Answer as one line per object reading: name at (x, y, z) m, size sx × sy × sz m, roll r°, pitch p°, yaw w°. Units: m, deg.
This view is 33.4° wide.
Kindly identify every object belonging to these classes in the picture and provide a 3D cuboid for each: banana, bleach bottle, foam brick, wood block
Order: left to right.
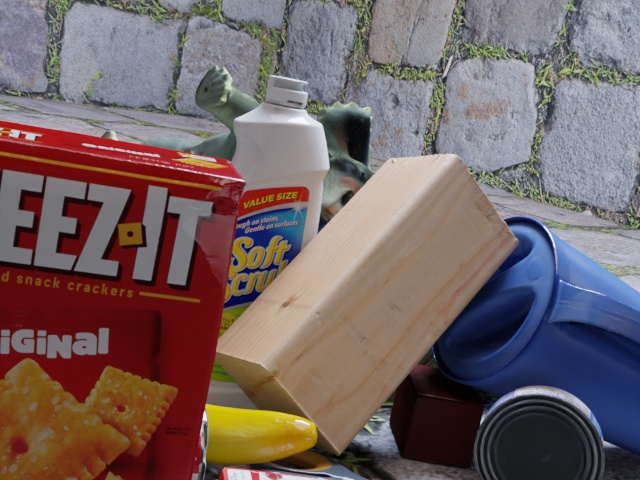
banana at (-0.087, 0.112, 0.703) m, size 0.069 × 0.037 × 0.198 m, roll -41°, pitch 35°, yaw -26°
bleach bottle at (-0.055, 0.001, 0.803) m, size 0.102 × 0.251 × 0.068 m, roll 9°, pitch 10°, yaw -13°
wood block at (0.032, 0.040, 0.761) m, size 0.090 × 0.206 × 0.091 m, roll 52°, pitch -22°, yaw -21°
foam brick at (0.087, 0.132, 0.810) m, size 0.053 × 0.051 × 0.078 m, roll 11°, pitch 10°, yaw -5°

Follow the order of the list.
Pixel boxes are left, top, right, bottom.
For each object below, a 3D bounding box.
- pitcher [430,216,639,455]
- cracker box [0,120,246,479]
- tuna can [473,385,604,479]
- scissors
pitcher at (0.220, 0.090, 0.824) m, size 0.242 × 0.145 × 0.149 m, roll 27°, pitch 29°, yaw -25°
cracker box at (-0.135, 0.057, 0.508) m, size 0.164 × 0.214 × 0.072 m, roll 9°, pitch 10°, yaw -15°
tuna can at (0.148, 0.142, 0.722) m, size 0.086 × 0.086 × 0.033 m, roll 14°, pitch 9°, yaw 14°
scissors at (0.038, 0.160, 0.697) m, size 0.201 × 0.016 × 0.096 m, roll 8°, pitch 10°, yaw -19°
